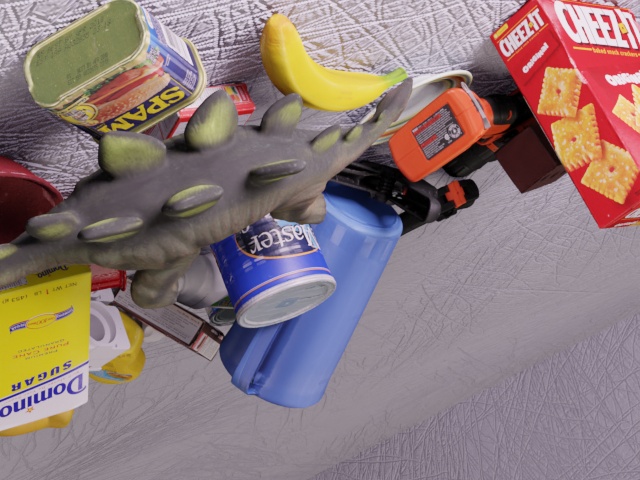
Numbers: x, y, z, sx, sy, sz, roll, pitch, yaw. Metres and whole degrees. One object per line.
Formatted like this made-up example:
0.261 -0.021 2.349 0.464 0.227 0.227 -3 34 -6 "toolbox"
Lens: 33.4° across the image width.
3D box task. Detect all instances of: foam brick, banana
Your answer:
0.225 -0.087 1.081 0.078 0.051 0.053 -19 164 -48 "foam brick"
-0.002 -0.142 0.893 0.070 0.037 0.197 -50 153 20 "banana"

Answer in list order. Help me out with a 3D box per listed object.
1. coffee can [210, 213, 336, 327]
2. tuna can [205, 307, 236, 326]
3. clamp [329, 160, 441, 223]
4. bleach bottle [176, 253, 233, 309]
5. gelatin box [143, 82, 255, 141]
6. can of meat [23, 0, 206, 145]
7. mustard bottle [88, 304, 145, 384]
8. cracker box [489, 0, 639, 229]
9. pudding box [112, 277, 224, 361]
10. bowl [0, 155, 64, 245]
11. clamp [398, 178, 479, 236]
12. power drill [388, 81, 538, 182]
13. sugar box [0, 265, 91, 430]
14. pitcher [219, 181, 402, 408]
-0.057 0.001 1.052 0.102 0.140 0.103 -20 161 -7 "coffee can"
-0.107 0.077 1.370 0.086 0.034 0.086 -20 161 -7 "tuna can"
0.075 -0.054 1.097 0.209 0.165 0.036 1 112 -63 "clamp"
-0.081 0.041 1.262 0.250 0.068 0.103 2 146 -45 "bleach bottle"
-0.106 -0.096 0.905 0.073 0.030 0.089 -11 159 -34 "gelatin box"
-0.146 -0.119 0.757 0.102 0.057 0.083 -27 159 14 "can of meat"
-0.257 0.131 1.275 0.096 0.058 0.192 18 157 0 "mustard bottle"
0.273 -0.120 0.982 0.163 0.214 0.072 -5 153 -43 "cracker box"
-0.173 0.091 1.221 0.039 0.113 0.090 -62 163 -9 "pudding box"
-0.287 -0.022 0.843 0.162 0.055 0.162 -23 156 -11 "bowl"
0.131 -0.038 1.244 0.120 0.039 0.171 -30 173 0 "clamp"
0.154 -0.110 1.087 0.187 0.057 0.185 -19 165 -48 "power drill"
-0.249 0.088 0.926 0.093 0.048 0.176 -15 136 -26 "sugar box"
-0.012 0.059 1.171 0.144 0.149 0.243 14 119 -26 "pitcher"
